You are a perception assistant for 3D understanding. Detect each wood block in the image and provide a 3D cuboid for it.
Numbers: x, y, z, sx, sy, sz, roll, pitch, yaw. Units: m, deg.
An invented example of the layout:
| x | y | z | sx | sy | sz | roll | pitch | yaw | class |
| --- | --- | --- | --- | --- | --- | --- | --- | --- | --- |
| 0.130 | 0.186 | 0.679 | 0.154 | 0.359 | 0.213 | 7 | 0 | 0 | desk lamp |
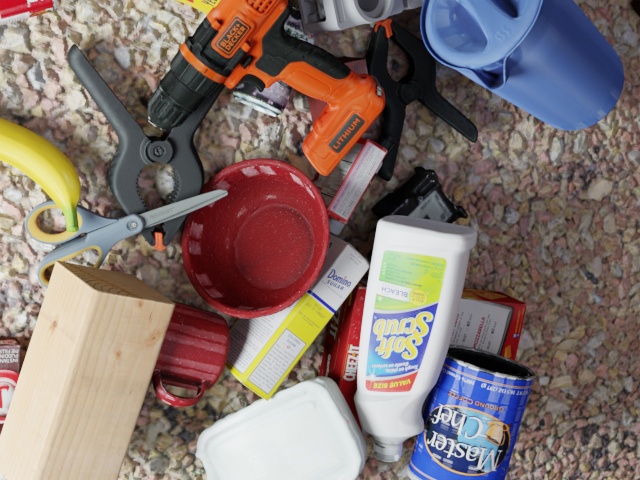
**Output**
| x | y | z | sx | sy | sz | roll | pitch | yaw | class |
| --- | --- | --- | --- | --- | --- | --- | --- | --- | --- |
| -0.226 | 0.135 | 1.010 | 0.090 | 0.091 | 0.206 | 14 | 98 | -40 | wood block |

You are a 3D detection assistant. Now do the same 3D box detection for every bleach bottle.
| x | y | z | sx | sy | sz | roll | pitch | yaw | class |
| --- | --- | --- | --- | --- | --- | --- | --- | --- | --- |
| 0.091 | 0.105 | 1.086 | 0.103 | 0.068 | 0.251 | 10 | 102 | 18 | bleach bottle |

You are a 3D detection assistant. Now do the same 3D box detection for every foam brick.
| x | y | z | sx | sy | sz | roll | pitch | yaw | class |
| --- | --- | --- | --- | --- | --- | --- | --- | --- | --- |
| 0.020 | -0.148 | 1.108 | 0.053 | 0.051 | 0.078 | -15 | 106 | -20 | foam brick |

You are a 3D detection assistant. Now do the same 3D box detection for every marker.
| x | y | z | sx | sy | sz | roll | pitch | yaw | class |
| --- | --- | --- | --- | --- | --- | --- | --- | --- | --- |
| 0.043 | -0.061 | 1.137 | 0.020 | 0.020 | 0.121 | 26 | 104 | -24 | marker |

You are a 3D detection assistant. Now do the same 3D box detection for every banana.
| x | y | z | sx | sy | sz | roll | pitch | yaw | class |
| --- | --- | --- | --- | --- | --- | --- | --- | --- | --- |
| -0.299 | -0.082 | 0.988 | 0.197 | 0.037 | 0.069 | 29 | 51 | -17 | banana |

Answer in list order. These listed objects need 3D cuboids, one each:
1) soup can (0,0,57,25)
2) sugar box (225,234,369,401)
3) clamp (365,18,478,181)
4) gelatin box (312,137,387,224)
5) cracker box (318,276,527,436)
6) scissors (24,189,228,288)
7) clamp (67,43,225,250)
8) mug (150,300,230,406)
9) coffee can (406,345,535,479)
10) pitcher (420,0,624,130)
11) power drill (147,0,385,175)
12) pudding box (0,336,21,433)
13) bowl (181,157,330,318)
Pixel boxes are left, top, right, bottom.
| x | y | z | sx | sy | sz | roll | pitch | yaw | class |
| --- | --- | --- | --- | --- | --- | --- | --- | --- | --- |
| -0.296 | -0.226 | 0.956 | 0.102 | 0.069 | 0.068 | -20 | 107 | -17 | soup can |
| -0.031 | 0.072 | 1.107 | 0.176 | 0.093 | 0.048 | -50 | 119 | -6 | sugar box |
| 0.086 | -0.150 | 1.143 | 0.120 | 0.039 | 0.171 | -34 | 107 | -11 | clamp |
| 0.024 | -0.065 | 1.114 | 0.030 | 0.073 | 0.089 | 30 | 88 | -24 | gelatin box |
| 0.110 | 0.131 | 1.189 | 0.213 | 0.072 | 0.164 | 7 | 98 | -23 | cracker box |
| -0.199 | -0.028 | 1.037 | 0.202 | 0.016 | 0.096 | -34 | 103 | 2 | scissors |
| -0.152 | -0.097 | 1.053 | 0.164 | 0.036 | 0.210 | -9 | 105 | -12 | clamp |
| -0.142 | 0.113 | 1.063 | 0.081 | 0.117 | 0.093 | 18 | 131 | -29 | mug |
| 0.158 | 0.192 | 1.124 | 0.102 | 0.103 | 0.140 | 11 | 97 | -24 | coffee can |
| 0.219 | -0.210 | 1.104 | 0.242 | 0.145 | 0.149 | 21 | 104 | -50 | pitcher |
| -0.047 | -0.142 | 1.013 | 0.187 | 0.057 | 0.185 | 33 | 110 | -25 | power drill |
| -0.346 | 0.140 | 1.022 | 0.113 | 0.039 | 0.090 | 1 | 101 | -22 | pudding box |
| -0.057 | 0.001 | 1.076 | 0.162 | 0.162 | 0.055 | -64 | 156 | 0 | bowl |
